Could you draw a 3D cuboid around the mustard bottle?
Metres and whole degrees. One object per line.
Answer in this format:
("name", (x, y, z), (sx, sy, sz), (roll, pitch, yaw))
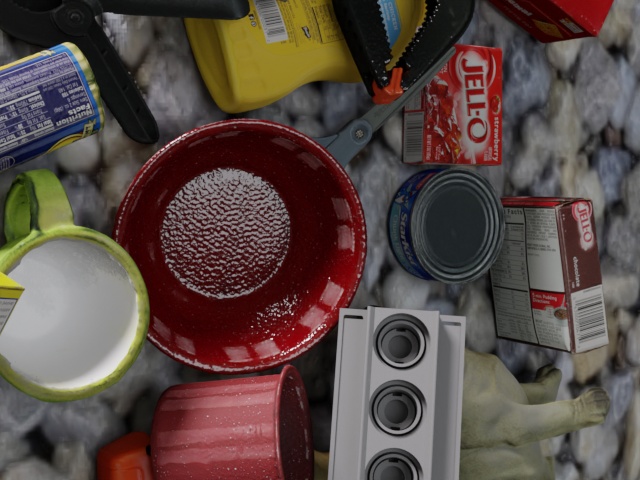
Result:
("mustard bottle", (0.007, -0.152, 0.716), (0.191, 0.058, 0.096), (-18, 88, -28))

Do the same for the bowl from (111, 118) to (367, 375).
("bowl", (-0.054, 0.001, 0.679), (0.162, 0.055, 0.162), (-4, 103, -16))

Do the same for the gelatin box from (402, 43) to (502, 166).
("gelatin box", (0.099, -0.100, 0.789), (0.073, 0.030, 0.089), (-1, 93, -30))

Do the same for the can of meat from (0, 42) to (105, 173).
("can of meat", (-0.177, -0.068, 0.592), (0.083, 0.102, 0.057), (-28, 105, -28))

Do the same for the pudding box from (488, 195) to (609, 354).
("pudding box", (0.166, 0.023, 0.800), (0.039, 0.090, 0.113), (-11, 99, -28))

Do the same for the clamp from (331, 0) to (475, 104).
("clamp", (0.049, -0.193, 0.686), (0.164, 0.036, 0.210), (18, 79, -9))

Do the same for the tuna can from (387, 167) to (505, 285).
("tuna can", (0.093, -0.011, 0.788), (0.086, 0.034, 0.086), (-2, 94, -30))

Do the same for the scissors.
("scissors", (0.006, -0.079, 0.731), (0.096, 0.016, 0.201), (36, 83, -21))

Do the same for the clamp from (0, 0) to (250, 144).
("clamp", (-0.141, -0.129, 0.631), (0.171, 0.039, 0.120), (23, 117, -13))

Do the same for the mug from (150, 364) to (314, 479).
("mug", (-0.051, 0.124, 0.663), (0.081, 0.117, 0.093), (-6, 100, 11))
